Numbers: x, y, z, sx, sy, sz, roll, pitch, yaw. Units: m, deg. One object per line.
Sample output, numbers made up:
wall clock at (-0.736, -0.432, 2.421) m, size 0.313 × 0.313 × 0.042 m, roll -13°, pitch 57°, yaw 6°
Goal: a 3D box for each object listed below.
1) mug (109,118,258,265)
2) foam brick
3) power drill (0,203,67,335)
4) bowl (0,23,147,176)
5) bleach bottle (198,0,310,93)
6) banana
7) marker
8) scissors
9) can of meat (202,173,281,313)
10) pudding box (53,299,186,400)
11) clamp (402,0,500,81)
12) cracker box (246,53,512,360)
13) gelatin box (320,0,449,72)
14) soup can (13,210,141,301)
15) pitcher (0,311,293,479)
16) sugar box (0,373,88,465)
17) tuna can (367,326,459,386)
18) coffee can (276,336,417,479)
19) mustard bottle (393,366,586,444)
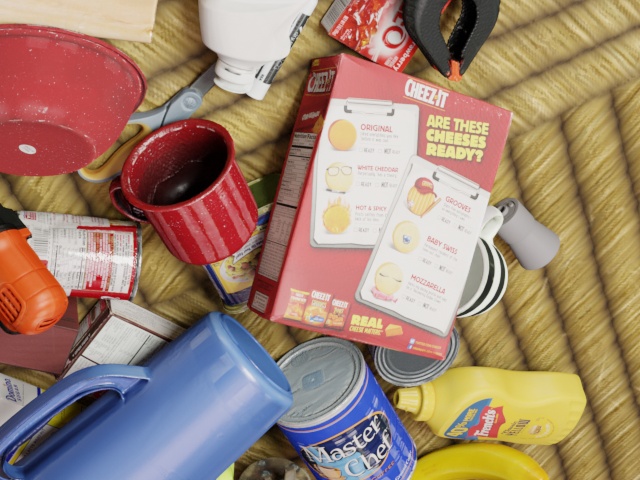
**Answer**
mug at (-0.109, -0.034, 0.840) m, size 0.117 × 0.093 × 0.081 m, roll -5°, pitch 142°, yaw 16°
foam brick at (-0.250, 0.074, 0.906) m, size 0.078 × 0.053 × 0.051 m, roll 16°, pitch 117°, yaw -24°
power drill at (-0.293, 0.036, 0.830) m, size 0.057 × 0.184 × 0.188 m, roll -22°, pitch 156°, yaw -53°
bowl at (-0.205, -0.089, 0.759) m, size 0.162 × 0.055 × 0.162 m, roll -3°, pitch 159°, yaw -1°
bleach bottle at (-0.021, -0.222, 0.764) m, size 0.102 × 0.068 × 0.251 m, roll 11°, pitch 118°, yaw -18°
banana at (0.149, 0.241, 1.098) m, size 0.198 × 0.069 × 0.037 m, roll -23°, pitch 139°, yaw 36°
marker at (-0.024, -0.165, 0.834) m, size 0.020 × 0.020 × 0.121 m, roll 21°, pitch 115°, yaw -27°
scissors at (-0.102, -0.095, 0.860) m, size 0.202 × 0.016 × 0.096 m, roll -30°, pitch 127°, yaw 5°
can of meat at (-0.056, 0.001, 0.911) m, size 0.102 × 0.057 × 0.084 m, roll -26°, pitch 123°, yaw 1°
pudding box at (-0.170, 0.107, 0.960) m, size 0.113 × 0.039 × 0.090 m, roll 30°, pitch 108°, yaw -33°
clamp at (0.091, -0.202, 0.793) m, size 0.120 × 0.039 × 0.171 m, roll -1°, pitch 119°, yaw -16°
cracker box at (0.047, -0.025, 0.868) m, size 0.164 × 0.072 × 0.214 m, roll 15°, pitch 90°, yaw -25°
gelatin box at (0.056, -0.185, 0.836) m, size 0.073 × 0.030 × 0.089 m, roll 25°, pitch 113°, yaw -28°
soup can at (-0.202, 0.013, 0.870) m, size 0.102 × 0.068 × 0.069 m, roll 5°, pitch 121°, yaw -18°
pitcher at (-0.151, 0.168, 0.905) m, size 0.243 × 0.145 × 0.149 m, roll -41°, pitch 166°, yaw 3°
sugar box at (-0.259, 0.186, 0.984) m, size 0.176 × 0.048 × 0.093 m, roll 29°, pitch 110°, yaw -26°
tuna can at (0.089, 0.097, 1.029) m, size 0.086 × 0.034 × 0.086 m, roll -7°, pitch 124°, yaw -11°
coffee can at (0.020, 0.175, 1.019) m, size 0.103 × 0.103 × 0.140 m, roll -28°, pitch 126°, yaw 3°
mustard bottle at (0.164, 0.166, 1.079) m, size 0.191 × 0.058 × 0.096 m, roll 7°, pitch 140°, yaw -19°
